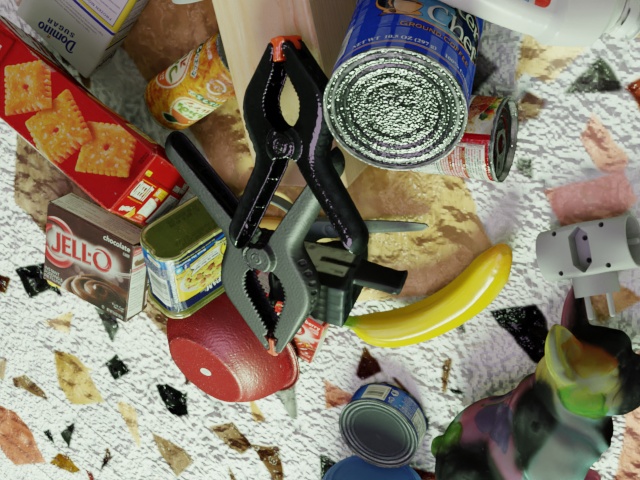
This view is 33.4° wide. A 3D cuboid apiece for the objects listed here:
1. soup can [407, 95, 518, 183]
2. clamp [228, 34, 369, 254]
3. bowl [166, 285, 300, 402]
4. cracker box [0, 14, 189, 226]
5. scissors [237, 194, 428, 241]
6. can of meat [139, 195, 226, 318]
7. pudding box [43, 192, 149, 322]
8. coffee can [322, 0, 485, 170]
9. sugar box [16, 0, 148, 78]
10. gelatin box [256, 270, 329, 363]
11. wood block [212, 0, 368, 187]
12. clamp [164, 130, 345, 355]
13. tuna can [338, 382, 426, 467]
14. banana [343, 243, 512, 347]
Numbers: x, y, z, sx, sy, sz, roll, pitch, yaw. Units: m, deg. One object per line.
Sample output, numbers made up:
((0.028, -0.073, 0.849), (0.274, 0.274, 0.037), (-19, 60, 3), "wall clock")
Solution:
((0.101, -0.086, 0.865), (0.102, 0.068, 0.068), (9, 123, 25), "soup can")
((-0.030, -0.067, 0.819), (0.120, 0.039, 0.171), (-8, 94, 25), "clamp")
((-0.102, 0.114, 1.086), (0.162, 0.055, 0.162), (26, 145, 20), "bowl")
((-0.224, -0.108, 0.960), (0.214, 0.164, 0.072), (41, 90, 7), "cracker box")
((0.005, 0.003, 1.008), (0.202, 0.016, 0.096), (14, 127, 21), "scissors")
((-0.119, 0.011, 1.011), (0.057, 0.102, 0.084), (39, 150, 30), "can of meat")
((-0.219, 0.016, 1.048), (0.114, 0.039, 0.090), (24, 123, 20), "pudding box")
((0.065, -0.134, 0.793), (0.103, 0.140, 0.103), (8, 132, 9), "coffee can")
((-0.196, -0.236, 0.949), (0.093, 0.048, 0.177), (44, 134, -3), "sugar box")
((-0.035, 0.074, 1.056), (0.089, 0.030, 0.073), (30, 143, 9), "gelatin box")
((-0.017, -0.156, 0.871), (0.090, 0.090, 0.206), (3, 121, 29), "wood block")
((-0.056, 0.001, 0.912), (0.165, 0.036, 0.210), (15, 124, 23), "clamp")
((0.064, 0.187, 1.081), (0.086, 0.033, 0.086), (14, 125, 21), "tuna can")
((0.103, 0.059, 0.964), (0.198, 0.037, 0.069), (-27, 142, 33), "banana")
